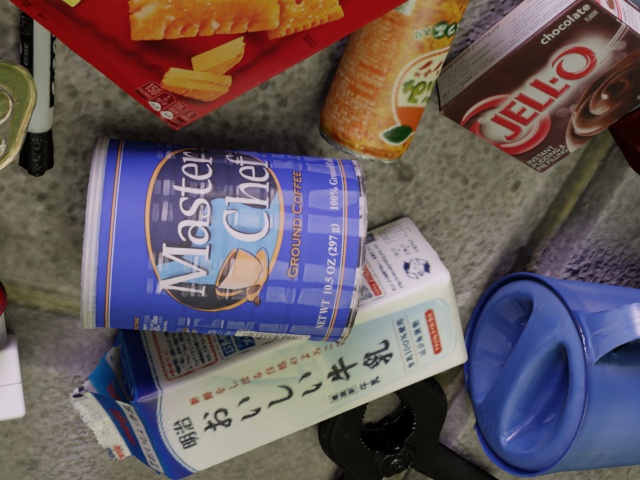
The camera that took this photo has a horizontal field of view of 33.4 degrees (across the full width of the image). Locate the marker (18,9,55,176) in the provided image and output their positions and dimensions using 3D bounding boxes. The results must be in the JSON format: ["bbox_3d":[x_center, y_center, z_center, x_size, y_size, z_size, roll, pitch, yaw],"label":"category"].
[{"bbox_3d":[-0.146,-0.088,0.553,0.020,0.020,0.121,-2,122,-19],"label":"marker"}]

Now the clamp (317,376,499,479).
[{"bbox_3d":[0.060,0.151,0.773,0.164,0.036,0.210,-13,125,-12],"label":"clamp"}]

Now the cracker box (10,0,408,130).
[{"bbox_3d":[-0.027,-0.152,0.464,0.214,0.072,0.164,-26,148,16],"label":"cracker box"}]

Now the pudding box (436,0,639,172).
[{"bbox_3d":[0.136,-0.097,0.617,0.089,0.039,0.114,24,133,-32],"label":"pudding box"}]

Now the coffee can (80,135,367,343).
[{"bbox_3d":[-0.054,0.001,0.576,0.140,0.103,0.103,4,120,-9],"label":"coffee can"}]

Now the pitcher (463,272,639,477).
[{"bbox_3d":[0.235,0.090,0.739,0.242,0.149,0.145,4,106,-26],"label":"pitcher"}]
